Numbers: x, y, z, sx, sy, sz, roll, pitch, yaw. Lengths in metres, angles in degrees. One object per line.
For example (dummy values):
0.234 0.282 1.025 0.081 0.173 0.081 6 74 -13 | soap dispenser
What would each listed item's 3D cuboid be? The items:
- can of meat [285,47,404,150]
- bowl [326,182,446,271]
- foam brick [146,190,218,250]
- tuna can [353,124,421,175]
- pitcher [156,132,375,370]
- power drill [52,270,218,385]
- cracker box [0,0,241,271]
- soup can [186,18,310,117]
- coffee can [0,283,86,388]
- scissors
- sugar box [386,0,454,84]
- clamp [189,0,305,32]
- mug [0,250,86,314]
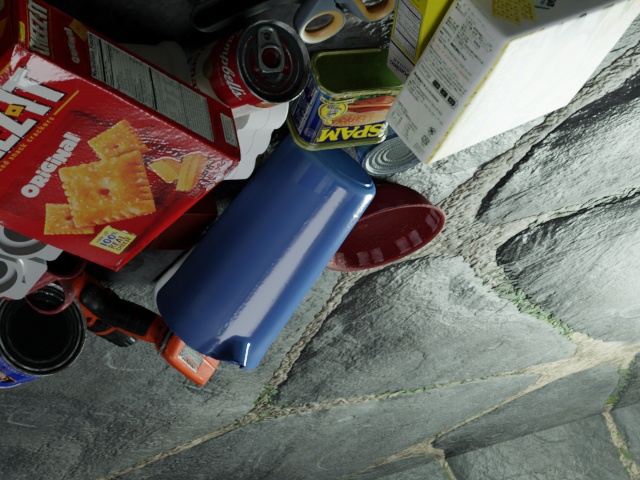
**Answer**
0.027 -0.136 1.014 0.102 0.057 0.084 -8 152 -23 | can of meat
0.067 -0.024 1.285 0.162 0.055 0.162 -15 156 -7 | bowl
-0.151 -0.030 1.124 0.052 0.051 0.078 1 150 -34 | foam brick
0.079 -0.105 1.144 0.086 0.034 0.086 -15 156 -7 | tuna can
-0.057 0.001 1.118 0.243 0.149 0.144 -52 170 17 | pitcher
-0.209 0.104 1.238 0.188 0.057 0.184 19 163 26 | power drill
-0.192 -0.074 0.817 0.164 0.072 0.213 -37 139 26 | cracker box
-0.064 -0.139 0.884 0.068 0.068 0.102 -1 178 -34 | soup can
-0.333 0.106 1.183 0.102 0.103 0.141 -1 169 -34 | coffee can
-0.006 -0.192 0.812 0.096 0.016 0.201 -28 164 24 | scissors
0.109 -0.206 0.902 0.093 0.048 0.176 -33 158 -14 | sugar box
-0.015 -0.215 0.830 0.171 0.039 0.120 -17 167 -17 | clamp
-0.288 0.020 1.066 0.082 0.117 0.093 -25 -173 27 | mug
